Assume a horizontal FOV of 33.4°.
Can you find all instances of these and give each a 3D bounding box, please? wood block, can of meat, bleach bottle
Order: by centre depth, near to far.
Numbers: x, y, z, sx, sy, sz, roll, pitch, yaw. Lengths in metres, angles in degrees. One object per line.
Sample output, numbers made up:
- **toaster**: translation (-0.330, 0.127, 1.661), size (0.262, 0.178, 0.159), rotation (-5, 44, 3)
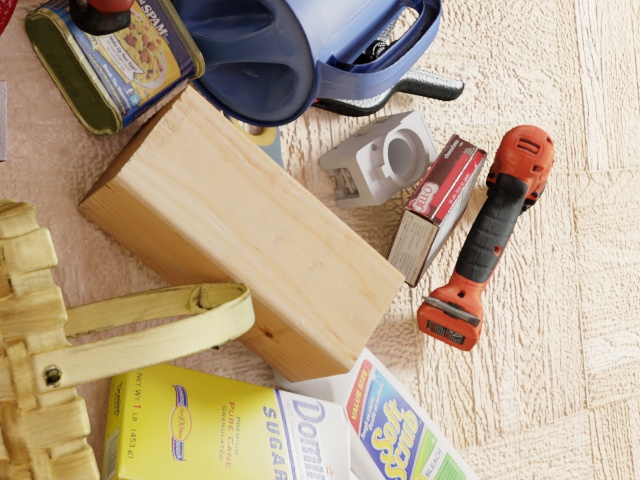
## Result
- **can of meat**: translation (-0.143, -0.135, 0.740), size (0.083, 0.058, 0.102), rotation (-43, 114, -31)
- **wood block**: translation (-0.055, 0.001, 0.755), size (0.206, 0.091, 0.090), rotation (41, 62, -16)
- **bleach bottle**: translation (0.034, 0.156, 0.873), size (0.250, 0.068, 0.102), rotation (51, 58, -24)

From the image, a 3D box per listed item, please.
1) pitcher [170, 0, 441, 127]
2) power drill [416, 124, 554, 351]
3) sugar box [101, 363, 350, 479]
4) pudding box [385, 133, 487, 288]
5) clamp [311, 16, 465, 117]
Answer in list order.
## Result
- **pitcher**: translation (0.013, -0.196, 0.821), size (0.242, 0.145, 0.149), rotation (-45, 108, -37)
- **power drill**: translation (0.147, 0.002, 0.945), size (0.184, 0.057, 0.187), rotation (63, 51, -75)
- **sugar box**: translation (-0.063, 0.147, 0.755), size (0.176, 0.048, 0.093), rotation (15, 54, -22)
- **pudding box**: translation (0.096, -0.023, 0.906), size (0.039, 0.113, 0.090), rotation (30, 61, 12)
- **clamp**: translation (0.045, -0.163, 0.915), size (0.171, 0.039, 0.120), rotation (-19, 84, -37)
